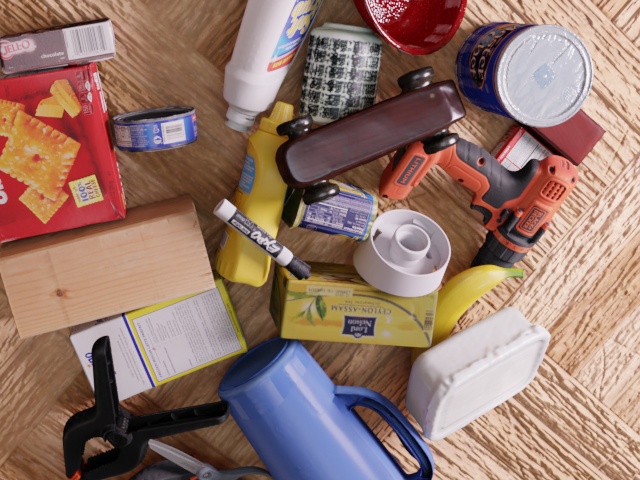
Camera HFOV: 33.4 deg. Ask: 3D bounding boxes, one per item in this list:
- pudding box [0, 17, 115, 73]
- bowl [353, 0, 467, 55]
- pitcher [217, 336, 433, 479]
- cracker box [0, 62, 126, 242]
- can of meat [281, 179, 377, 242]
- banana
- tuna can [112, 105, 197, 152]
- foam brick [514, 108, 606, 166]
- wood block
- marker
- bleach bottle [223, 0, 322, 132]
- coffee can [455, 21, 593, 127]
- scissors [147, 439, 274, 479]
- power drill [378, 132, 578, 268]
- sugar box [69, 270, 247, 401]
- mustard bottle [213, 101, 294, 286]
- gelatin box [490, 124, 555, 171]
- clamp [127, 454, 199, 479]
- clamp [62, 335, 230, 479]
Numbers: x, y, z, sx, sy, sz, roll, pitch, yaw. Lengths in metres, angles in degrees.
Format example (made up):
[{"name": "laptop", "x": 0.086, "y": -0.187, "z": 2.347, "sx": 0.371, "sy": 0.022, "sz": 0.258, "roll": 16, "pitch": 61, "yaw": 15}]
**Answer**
[{"name": "pudding box", "x": -0.263, "y": -0.196, "z": 1.069, "sx": 0.113, "sy": 0.090, "sz": 0.039, "roll": -9, "pitch": 106, "yaw": -9}, {"name": "bowl", "x": 0.082, "y": -0.272, "z": 1.110, "sx": 0.161, "sy": 0.055, "sz": 0.162, "roll": -3, "pitch": 95, "yaw": -41}, {"name": "pitcher", "x": 0.003, "y": 0.224, "z": 1.196, "sx": 0.149, "sy": 0.145, "sz": 0.243, "roll": -41, "pitch": 105, "yaw": -26}, {"name": "cracker box", "x": -0.320, "y": -0.086, "z": 1.094, "sx": 0.213, "sy": 0.072, "sz": 0.164, "roll": -11, "pitch": 104, "yaw": -7}, {"name": "can of meat", "x": 0.007, "y": -0.038, "z": 1.149, "sx": 0.083, "sy": 0.102, "sz": 0.057, "roll": 14, "pitch": 100, "yaw": -15}, {"name": "banana", "x": 0.149, "y": 0.095, "z": 1.216, "sx": 0.069, "sy": 0.037, "sz": 0.198, "roll": 34, "pitch": 115, "yaw": -2}, {"name": "tuna can", "x": -0.171, "y": -0.116, "z": 1.106, "sx": 0.086, "sy": 0.086, "sz": 0.034, "roll": -8, "pitch": 105, "yaw": -8}, {"name": "foam brick", "x": 0.268, "y": -0.129, "z": 1.199, "sx": 0.078, "sy": 0.053, "sz": 0.051, "roll": 37, "pitch": 94, "yaw": -17}, {"name": "wood block", "x": -0.224, "y": 0.025, "z": 1.128, "sx": 0.206, "sy": 0.090, "sz": 0.091, "roll": -14, "pitch": 106, "yaw": -7}, {"name": "marker", "x": -0.057, "y": 0.001, "z": 1.086, "sx": 0.121, "sy": 0.020, "sz": 0.020, "roll": 39, "pitch": 94, "yaw": -17}, {"name": "bleach bottle", "x": -0.041, "y": -0.232, "z": 1.103, "sx": 0.068, "sy": 0.102, "sz": 0.251, "roll": 29, "pitch": 111, "yaw": 16}, {"name": "coffee can", "x": 0.212, "y": -0.179, "z": 1.131, "sx": 0.102, "sy": 0.140, "sz": 0.103, "roll": -2, "pitch": 103, "yaw": -10}, {"name": "scissors", "x": -0.135, "y": 0.275, "z": 1.201, "sx": 0.201, "sy": 0.016, "sz": 0.096, "roll": 22, "pitch": 113, "yaw": -39}, {"name": "power drill", "x": 0.163, "y": -0.046, "z": 1.180, "sx": 0.187, "sy": 0.057, "sz": 0.185, "roll": 25, "pitch": 124, "yaw": -9}, {"name": "sugar box", "x": -0.177, "y": 0.108, "z": 1.179, "sx": 0.176, "sy": 0.048, "sz": 0.093, "roll": -20, "pitch": 106, "yaw": -1}, {"name": "mustard bottle", "x": -0.063, "y": -0.053, "z": 1.135, "sx": 0.058, "sy": 0.096, "sz": 0.192, "roll": 13, "pitch": 100, "yaw": -13}, {"name": "gelatin box", "x": 0.233, "y": -0.077, "z": 1.217, "sx": 0.089, "sy": 0.030, "sz": 0.073, "roll": 37, "pitch": 93, "yaw": -15}, {"name": "clamp", "x": -0.214, "y": 0.288, "z": 1.194, "sx": 0.171, "sy": 0.120, "sz": 0.039, "roll": -34, "pitch": 62, "yaw": -5}, {"name": "clamp", "x": -0.208, "y": 0.204, "z": 1.158, "sx": 0.164, "sy": 0.036, "sz": 0.210, "roll": 27, "pitch": 123, "yaw": -15}]
